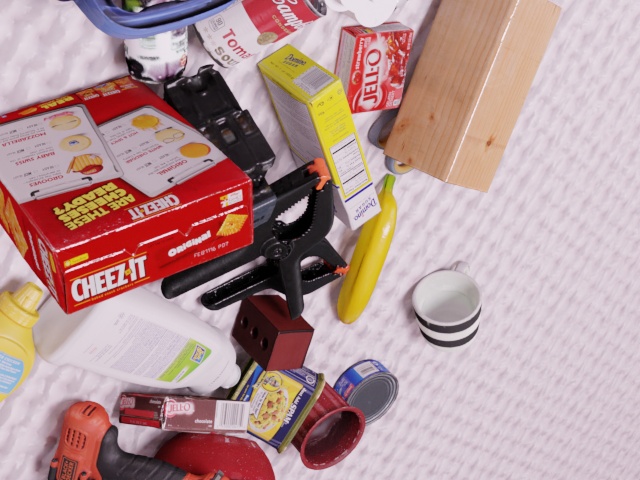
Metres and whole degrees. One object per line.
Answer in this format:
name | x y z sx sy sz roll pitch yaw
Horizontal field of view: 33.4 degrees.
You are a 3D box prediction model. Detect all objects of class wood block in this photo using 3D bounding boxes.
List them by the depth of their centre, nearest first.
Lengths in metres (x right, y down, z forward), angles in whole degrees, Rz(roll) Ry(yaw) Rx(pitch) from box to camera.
wood block | 0.158 -0.165 1.113 0.090 0.090 0.206 8 106 -50

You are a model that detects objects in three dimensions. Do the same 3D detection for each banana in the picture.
banana | 0.055 0.025 1.214 0.069 0.037 0.198 -51 161 -63

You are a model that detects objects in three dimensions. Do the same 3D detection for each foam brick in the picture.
foam brick | -0.053 0.101 1.173 0.051 0.078 0.053 0 117 -38

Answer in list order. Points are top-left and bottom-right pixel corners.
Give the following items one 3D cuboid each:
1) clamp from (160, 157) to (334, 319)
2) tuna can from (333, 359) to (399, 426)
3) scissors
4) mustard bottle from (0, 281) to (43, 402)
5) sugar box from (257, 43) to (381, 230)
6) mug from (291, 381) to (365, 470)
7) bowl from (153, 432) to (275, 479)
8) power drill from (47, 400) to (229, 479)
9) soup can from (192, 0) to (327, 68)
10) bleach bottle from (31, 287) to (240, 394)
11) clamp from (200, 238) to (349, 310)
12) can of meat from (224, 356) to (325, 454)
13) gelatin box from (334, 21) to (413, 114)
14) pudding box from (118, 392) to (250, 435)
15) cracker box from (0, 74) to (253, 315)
clamp | -0.057 0.001 1.058 0.164 0.036 0.210 5 133 -28
tuna can | 0.056 0.194 1.360 0.086 0.034 0.086 -21 131 -26
scissors | 0.140 -0.140 1.198 0.201 0.016 0.096 -27 135 -21
mustard bottle | -0.321 0.116 0.983 0.191 0.058 0.096 -50 129 3
sugar box | 0.002 -0.100 1.059 0.048 0.093 0.176 -36 137 -12
mug | -0.007 0.226 1.297 0.093 0.082 0.117 -17 129 -29
bowl | -0.120 0.250 1.204 0.161 0.162 0.055 24 66 -46
power drill | -0.198 0.273 1.117 0.057 0.188 0.185 -58 168 -58
soup can | -0.055 -0.202 0.930 0.102 0.068 0.068 -25 141 19
bleach bottle | -0.172 0.111 1.098 0.102 0.068 0.250 -47 141 7
clamp | -0.049 0.032 1.156 0.171 0.039 0.120 15 117 -37
can of meat | -0.056 0.178 1.216 0.084 0.057 0.102 30 101 -8
gelatin box | 0.053 -0.175 1.091 0.073 0.030 0.089 -12 126 -32
pudding box | -0.146 0.184 1.145 0.113 0.090 0.039 13 79 -40
cracker box | -0.176 -0.045 0.867 0.164 0.214 0.072 -22 131 -25
